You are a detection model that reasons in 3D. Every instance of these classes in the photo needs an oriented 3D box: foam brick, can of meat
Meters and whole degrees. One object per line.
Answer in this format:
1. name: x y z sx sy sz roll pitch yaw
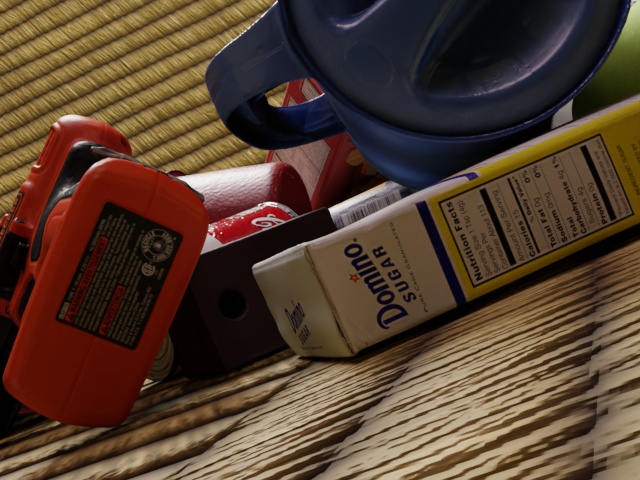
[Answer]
1. foam brick: -0.030 0.024 0.491 0.078 0.053 0.051 -23 1 -26
2. can of meat: 0.041 -0.008 0.682 0.084 0.057 0.102 -24 -1 16

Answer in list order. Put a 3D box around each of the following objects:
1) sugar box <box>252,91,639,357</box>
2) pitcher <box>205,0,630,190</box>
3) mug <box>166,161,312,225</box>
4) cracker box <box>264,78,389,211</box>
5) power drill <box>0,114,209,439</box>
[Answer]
1. sugar box: 0.068 -0.009 0.400 0.176 0.048 0.093 -26 1 -14
2. pitcher: 0.048 -0.087 0.508 0.149 0.145 0.243 20 -4 6
3. mug: -0.054 0.001 0.676 0.082 0.093 0.117 -8 29 17
4. cracker box: 0.044 -0.060 0.785 0.164 0.072 0.214 -21 -26 -27
5. power drill: -0.124 0.028 0.494 0.057 0.184 0.188 23 -5 -25
